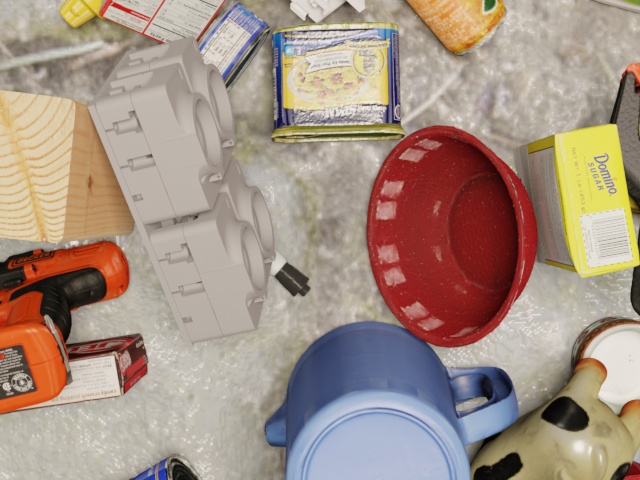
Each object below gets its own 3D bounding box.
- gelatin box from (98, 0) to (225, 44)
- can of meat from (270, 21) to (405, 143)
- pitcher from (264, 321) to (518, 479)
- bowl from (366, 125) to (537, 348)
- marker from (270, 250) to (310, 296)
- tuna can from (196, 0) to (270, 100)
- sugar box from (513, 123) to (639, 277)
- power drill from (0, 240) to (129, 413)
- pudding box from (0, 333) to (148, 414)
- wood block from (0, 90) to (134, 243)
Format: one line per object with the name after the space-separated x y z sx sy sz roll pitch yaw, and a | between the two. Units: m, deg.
-0.109 -0.182 0.764 0.073 0.089 0.030 20 54 -24 | gelatin box
0.012 -0.119 0.812 0.102 0.057 0.084 -2 90 2 | can of meat
0.046 0.131 0.726 0.145 0.243 0.149 32 93 0 | pitcher
0.106 -0.004 0.786 0.055 0.162 0.162 -6 92 -37 | bowl
-0.055 0.001 0.837 0.121 0.020 0.020 41 93 0 | marker
-0.075 -0.135 0.799 0.033 0.086 0.086 36 93 -5 | tuna can
0.175 -0.028 0.748 0.048 0.176 0.093 -9 92 4 | sugar box
-0.236 0.061 0.765 0.184 0.187 0.057 -15 110 2 | power drill
-0.195 0.101 0.811 0.113 0.090 0.039 -11 92 3 | pudding box
-0.191 -0.049 0.747 0.090 0.206 0.091 6 92 2 | wood block
